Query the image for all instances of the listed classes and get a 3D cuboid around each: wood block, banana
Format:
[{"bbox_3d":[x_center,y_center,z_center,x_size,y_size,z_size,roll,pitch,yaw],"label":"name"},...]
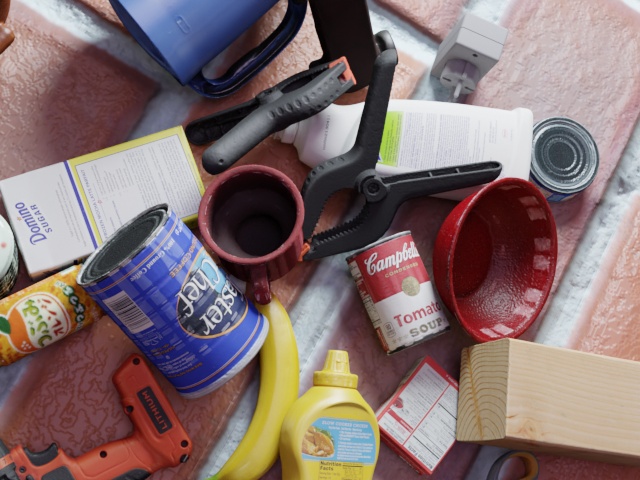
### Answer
[{"bbox_3d":[0.241,0.156,0.999,0.205,0.090,0.091,11,75,-19],"label":"wood block"},{"bbox_3d":[-0.054,0.144,0.979,0.069,0.037,0.197,20,73,-10],"label":"banana"}]

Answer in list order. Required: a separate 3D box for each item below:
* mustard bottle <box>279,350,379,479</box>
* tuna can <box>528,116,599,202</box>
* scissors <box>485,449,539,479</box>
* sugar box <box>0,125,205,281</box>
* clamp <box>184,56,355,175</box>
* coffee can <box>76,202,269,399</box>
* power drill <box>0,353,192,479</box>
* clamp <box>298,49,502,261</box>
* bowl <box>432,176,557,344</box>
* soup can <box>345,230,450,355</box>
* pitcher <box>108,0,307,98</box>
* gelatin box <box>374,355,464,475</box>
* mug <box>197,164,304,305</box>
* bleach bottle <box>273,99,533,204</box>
[{"bbox_3d":[0.007,0.195,0.957,0.096,0.058,0.191,11,79,-30],"label":"mustard bottle"},{"bbox_3d":[0.244,-0.084,1.104,0.086,0.034,0.086,3,76,-12],"label":"tuna can"},{"bbox_3d":[0.149,0.261,0.966,0.201,0.016,0.096,-30,94,-43],"label":"scissors"},{"bbox_3d":[-0.197,-0.034,0.986,0.176,0.048,0.093,-19,82,-13],"label":"sugar box"},{"bbox_3d":[-0.046,-0.115,0.982,0.171,0.120,0.039,-27,121,5],"label":"clamp"},{"bbox_3d":[-0.127,0.053,0.927,0.102,0.103,0.140,-46,111,-19],"label":"coffee can"},{"bbox_3d":[-0.221,0.176,0.924,0.187,0.057,0.184,-31,89,-15],"label":"power drill"},{"bbox_3d":[0.058,-0.052,1.008,0.164,0.036,0.210,37,103,-16],"label":"clamp"},{"bbox_3d":[0.158,0.017,1.027,0.161,0.055,0.162,-8,102,-41],"label":"bowl"},{"bbox_3d":[0.074,0.051,1.015,0.068,0.069,0.102,-21,83,-17],"label":"soup can"},{"bbox_3d":[-0.075,-0.258,0.998,0.243,0.149,0.145,-39,76,-3],"label":"pitcher"},{"bbox_3d":[0.098,0.166,1.012,0.073,0.030,0.089,42,71,-2],"label":"gelatin box"},{"bbox_3d":[-0.056,0.001,0.957,0.093,0.081,0.117,-10,70,0],"label":"mug"},{"bbox_3d":[0.080,-0.100,1.057,0.250,0.068,0.102,9,75,-8],"label":"bleach bottle"}]
